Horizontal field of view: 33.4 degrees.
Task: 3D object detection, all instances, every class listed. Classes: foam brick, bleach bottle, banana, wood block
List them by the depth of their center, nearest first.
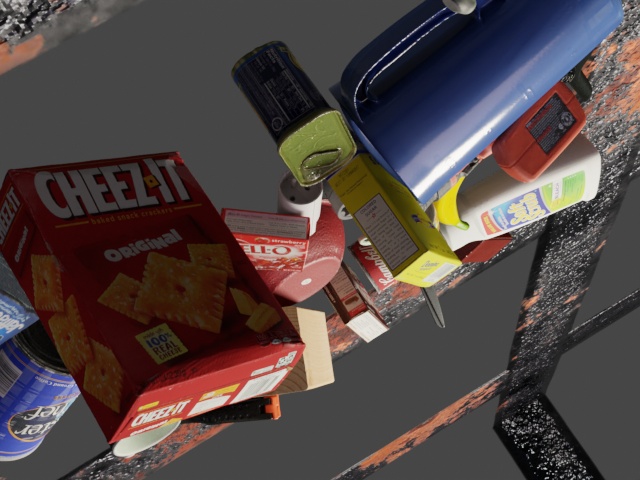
[{"bbox_3d":[-0.047,0.127,1.214,0.090,0.091,0.206,-8,174,8],"label":"wood block"},{"bbox_3d":[0.159,-0.078,1.217,0.069,0.037,0.198,-8,146,-17],"label":"banana"},{"bbox_3d":[0.234,-0.047,1.356,0.250,0.068,0.102,-26,145,-12],"label":"bleach bottle"},{"bbox_3d":[0.207,-0.006,1.425,0.078,0.053,0.051,-1,141,-52],"label":"foam brick"}]

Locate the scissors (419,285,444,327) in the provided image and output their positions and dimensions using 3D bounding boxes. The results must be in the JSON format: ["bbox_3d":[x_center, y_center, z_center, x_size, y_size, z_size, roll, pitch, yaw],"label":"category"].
[{"bbox_3d":[0.082,0.009,1.167,0.096,0.202,0.016,-9,-164,-8],"label":"scissors"}]

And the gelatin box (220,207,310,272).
[{"bbox_3d":[-0.057,0.001,1.054,0.089,0.030,0.073,5,152,-3],"label":"gelatin box"}]

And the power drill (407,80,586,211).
[{"bbox_3d":[0.153,-0.086,1.038,0.184,0.057,0.188,-48,-162,-20],"label":"power drill"}]

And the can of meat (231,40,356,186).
[{"bbox_3d":[-0.022,-0.103,0.865,0.057,0.084,0.102,-34,158,1],"label":"can of meat"}]

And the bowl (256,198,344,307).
[{"bbox_3d":[-0.031,0.026,1.162,0.162,0.055,0.162,-29,158,-13],"label":"bowl"}]

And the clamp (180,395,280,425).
[{"bbox_3d":[-0.127,0.209,1.332,0.210,0.036,0.164,-9,177,31],"label":"clamp"}]

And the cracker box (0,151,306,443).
[{"bbox_3d":[-0.133,0.033,0.822,0.163,0.214,0.072,-11,148,-44],"label":"cracker box"}]

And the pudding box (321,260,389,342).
[{"bbox_3d":[0.036,0.070,1.299,0.039,0.090,0.113,-35,158,6],"label":"pudding box"}]

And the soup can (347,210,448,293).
[{"bbox_3d":[0.092,0.008,1.273,0.102,0.068,0.068,-34,158,1],"label":"soup can"}]

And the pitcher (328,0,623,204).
[{"bbox_3d":[0.132,-0.158,0.916,0.243,0.145,0.149,-40,-169,7],"label":"pitcher"}]

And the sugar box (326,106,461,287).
[{"bbox_3d":[0.052,-0.041,0.972,0.048,0.176,0.093,-38,158,16],"label":"sugar box"}]

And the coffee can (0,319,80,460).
[{"bbox_3d":[-0.268,0.120,0.969,0.102,0.103,0.140,-4,144,-50],"label":"coffee can"}]
